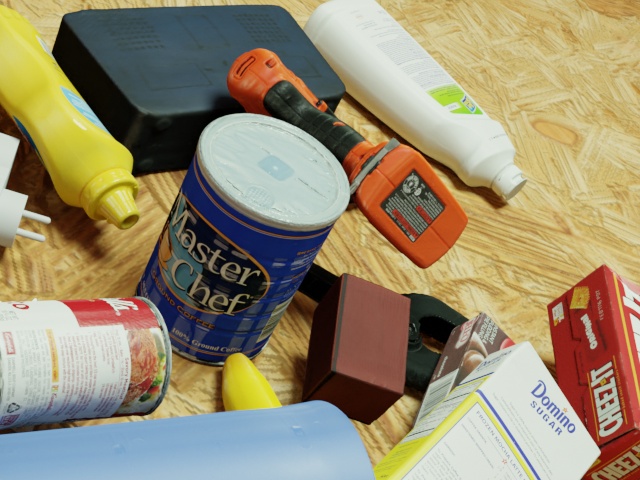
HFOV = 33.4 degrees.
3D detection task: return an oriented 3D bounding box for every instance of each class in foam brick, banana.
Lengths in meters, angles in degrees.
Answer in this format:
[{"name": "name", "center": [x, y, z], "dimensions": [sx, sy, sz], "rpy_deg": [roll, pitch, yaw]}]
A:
[{"name": "foam brick", "center": [0.024, 0.072, 0.708], "dimensions": [0.051, 0.053, 0.078], "rpy_deg": [19, 52, -14]}, {"name": "banana", "center": [-0.005, 0.149, 0.669], "dimensions": [0.198, 0.037, 0.069], "rpy_deg": [44, 17, 15]}]

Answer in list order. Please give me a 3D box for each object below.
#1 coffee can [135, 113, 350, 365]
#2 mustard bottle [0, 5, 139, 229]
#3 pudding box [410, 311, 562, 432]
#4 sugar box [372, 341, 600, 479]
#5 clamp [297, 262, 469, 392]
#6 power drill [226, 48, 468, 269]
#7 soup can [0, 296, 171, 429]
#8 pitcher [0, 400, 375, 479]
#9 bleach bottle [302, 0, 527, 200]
[{"name": "coffee can", "center": [-0.055, 0.001, 0.714], "dimensions": [0.102, 0.140, 0.103], "rpy_deg": [17, 40, -15]}, {"name": "mustard bottle", "center": [-0.186, -0.081, 0.768], "dimensions": [0.058, 0.096, 0.192], "rpy_deg": [-37, 67, -6]}, {"name": "pudding box", "center": [0.119, 0.119, 0.750], "dimensions": [0.090, 0.039, 0.113], "rpy_deg": [44, 44, -10]}, {"name": "sugar box", "center": [0.096, 0.146, 0.658], "dimensions": [0.175, 0.048, 0.093], "rpy_deg": [-34, 92, -43]}, {"name": "clamp", "center": [0.052, 0.081, 0.777], "dimensions": [0.171, 0.039, 0.120], "rpy_deg": [13, 58, -23]}, {"name": "power drill", "center": [0.025, -0.053, 0.808], "dimensions": [0.188, 0.057, 0.184], "rpy_deg": [39, -2, 45]}, {"name": "soup can", "center": [-0.141, 0.065, 0.572], "dimensions": [0.102, 0.069, 0.068], "rpy_deg": [0, 46, -41]}, {"name": "pitcher", "center": [-0.104, 0.148, 0.542], "dimensions": [0.242, 0.149, 0.145], "rpy_deg": [2, 66, -26]}, {"name": "bleach bottle", "center": [0.095, -0.131, 1.024], "dimensions": [0.251, 0.068, 0.102], "rpy_deg": [47, 41, 17]}]
